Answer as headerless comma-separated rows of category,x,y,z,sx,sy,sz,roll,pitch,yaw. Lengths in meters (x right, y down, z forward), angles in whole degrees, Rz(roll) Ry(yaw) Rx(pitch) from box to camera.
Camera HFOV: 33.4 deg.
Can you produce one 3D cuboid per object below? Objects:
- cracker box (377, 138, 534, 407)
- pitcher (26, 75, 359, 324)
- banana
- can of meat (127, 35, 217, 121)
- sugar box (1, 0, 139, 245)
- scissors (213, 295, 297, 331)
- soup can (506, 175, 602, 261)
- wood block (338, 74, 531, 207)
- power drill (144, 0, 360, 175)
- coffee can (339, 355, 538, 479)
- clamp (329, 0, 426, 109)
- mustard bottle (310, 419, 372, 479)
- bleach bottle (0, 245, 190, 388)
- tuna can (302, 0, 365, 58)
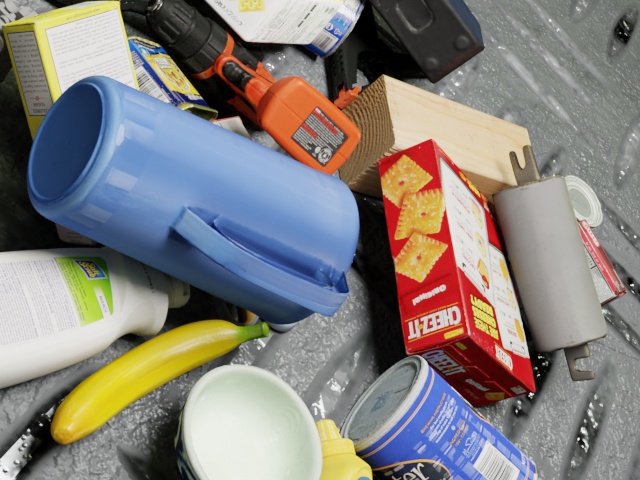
cracker box,0.130,0.034,1.034,0.164,0.072,0.213,39,38,-49
pitcher,-0.089,-0.025,0.806,0.242,0.149,0.145,25,62,-42
banana,-0.130,0.098,0.800,0.197,0.070,0.037,-28,96,-40
can of meat,-0.146,-0.128,0.932,0.084,0.057,0.102,52,11,5
sugar box,-0.183,-0.094,0.843,0.093,0.048,0.176,-32,121,-49
scissors,-0.056,0.001,0.970,0.096,0.016,0.201,26,48,-28
soup can,0.254,-0.020,1.189,0.068,0.102,0.068,22,49,-29
wood block,0.124,-0.089,1.134,0.205,0.091,0.090,15,54,-34
power drill,-0.060,-0.138,0.946,0.184,0.057,0.188,36,5,-42
coffee can,0.100,0.182,0.914,0.140,0.103,0.102,43,43,-9
clamp,0.055,-0.216,1.202,0.164,0.036,0.209,48,41,-7
mustard bottle,0.023,0.232,0.831,0.096,0.058,0.191,48,24,-61
bleach bottle,-0.198,0.056,0.776,0.250,0.068,0.102,-6,68,-46
tuna can,0.011,-0.241,1.146,0.033,0.086,0.086,30,46,-20
